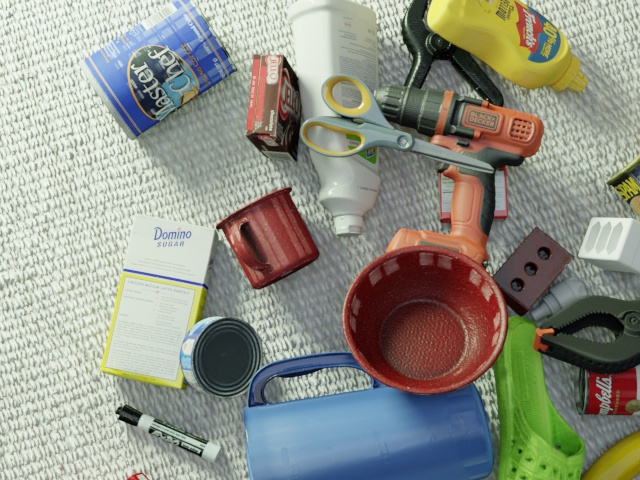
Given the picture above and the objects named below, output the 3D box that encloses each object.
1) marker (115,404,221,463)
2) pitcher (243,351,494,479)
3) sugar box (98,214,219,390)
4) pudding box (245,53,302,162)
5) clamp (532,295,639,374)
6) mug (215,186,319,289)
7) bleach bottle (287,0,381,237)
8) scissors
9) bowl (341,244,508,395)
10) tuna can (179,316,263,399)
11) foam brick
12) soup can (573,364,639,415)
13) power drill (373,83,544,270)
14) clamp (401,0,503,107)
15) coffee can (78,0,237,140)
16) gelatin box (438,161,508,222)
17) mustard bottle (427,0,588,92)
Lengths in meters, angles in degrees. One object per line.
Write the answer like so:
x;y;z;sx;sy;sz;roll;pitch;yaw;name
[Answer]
-0.165;0.207;1.148;0.121;0.020;0.020;23;83;6;marker
0.044;0.201;1.084;0.243;0.149;0.145;-12;37;-2;pitcher
-0.173;0.067;1.158;0.093;0.048;0.176;11;78;3;sugar box
-0.048;-0.141;1.148;0.039;0.113;0.090;5;81;9;pudding box
0.323;0.099;1.078;0.210;0.036;0.164;-10;46;-8;clamp
-0.057;0.001;1.129;0.093;0.117;0.081;-30;85;22;mug
0.020;-0.130;1.152;0.068;0.102;0.251;-10;79;45;bleach bottle
0.080;-0.121;1.098;0.202;0.016;0.096;3;90;6;scissors
0.103;0.087;1.058;0.162;0.055;0.162;-2;60;3;bowl
-0.105;0.123;1.128;0.085;0.034;0.086;1;88;-35;tuna can
0.221;0.033;1.136;0.053;0.051;0.078;40;85;8;foam brick
0.319;0.148;1.104;0.102;0.068;0.068;1;81;4;soup can
0.127;-0.065;1.124;0.184;0.057;0.187;14;85;8;power drill
0.124;-0.208;1.186;0.120;0.039;0.171;-14;76;-6;clamp
-0.177;-0.190;1.168;0.140;0.103;0.103;-34;81;-3;coffee can
0.166;-0.065;1.166;0.073;0.030;0.089;-2;82;4;gelatin box
0.210;-0.218;1.156;0.191;0.058;0.096;31;50;-14;mustard bottle
